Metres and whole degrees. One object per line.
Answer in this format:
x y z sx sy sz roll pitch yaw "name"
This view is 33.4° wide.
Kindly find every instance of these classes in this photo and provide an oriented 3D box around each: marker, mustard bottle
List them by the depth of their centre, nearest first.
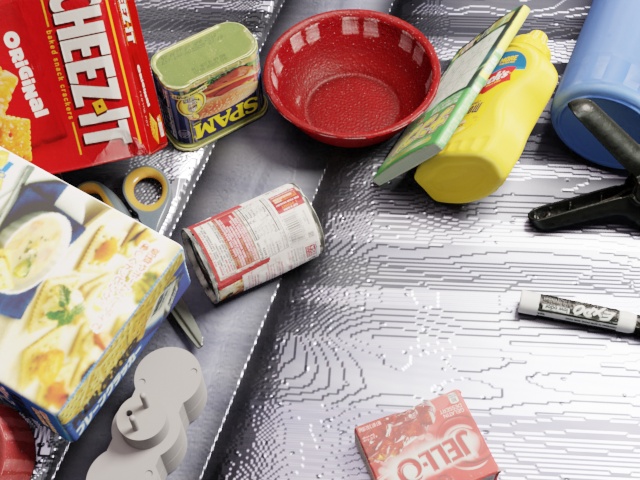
0.222 0.061 0.864 0.121 0.020 0.020 11 57 10 "marker"
0.160 -0.120 0.950 0.058 0.096 0.191 43 58 -18 "mustard bottle"

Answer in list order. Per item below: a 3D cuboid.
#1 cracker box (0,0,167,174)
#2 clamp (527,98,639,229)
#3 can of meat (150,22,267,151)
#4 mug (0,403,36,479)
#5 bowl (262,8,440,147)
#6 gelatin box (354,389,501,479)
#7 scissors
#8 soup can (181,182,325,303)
-0.257 -0.136 0.914 0.214 0.164 0.072 -10 14 8 "cracker box"
0.267 -0.057 0.890 0.171 0.120 0.039 4 36 1 "clamp"
-0.102 -0.143 0.979 0.102 0.084 0.057 -29 59 -17 "can of meat"
-0.264 0.164 0.770 0.093 0.081 0.117 38 85 12 "mug"
0.029 -0.140 0.988 0.162 0.055 0.162 -1 55 2 "bowl"
0.079 0.160 0.795 0.089 0.030 0.073 -19 57 -10 "gelatin box"
-0.135 0.002 0.923 0.096 0.016 0.202 -40 63 -22 "scissors"
-0.056 0.001 0.888 0.102 0.068 0.068 -25 58 -14 "soup can"
